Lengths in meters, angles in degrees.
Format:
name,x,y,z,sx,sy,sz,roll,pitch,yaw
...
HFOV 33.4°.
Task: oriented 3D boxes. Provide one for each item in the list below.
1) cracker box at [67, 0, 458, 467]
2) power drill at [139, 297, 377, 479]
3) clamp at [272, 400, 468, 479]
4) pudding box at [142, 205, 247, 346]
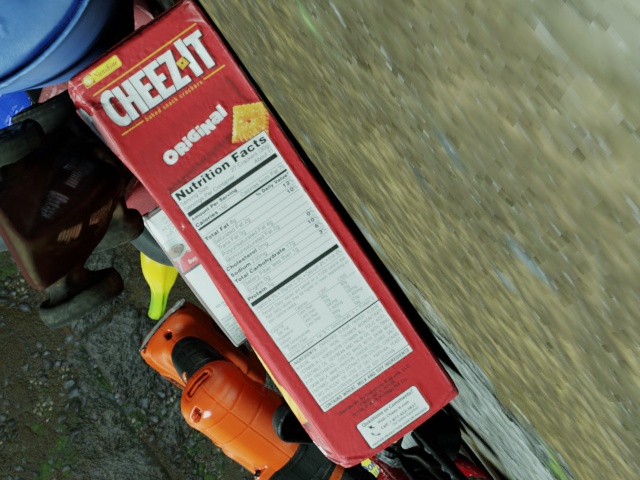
name,x,y,z,sx,sy,sz,roll,pitch,yaw
cracker box,-0.035,-0.006,0.534,0.213,0.072,0.164,55,176,-11
power drill,-0.042,0.121,0.743,0.184,0.057,0.188,44,173,-29
clamp,0.036,0.116,0.657,0.120,0.039,0.171,28,-175,4
pudding box,-0.055,0.001,0.720,0.113,0.090,0.039,55,175,-16
